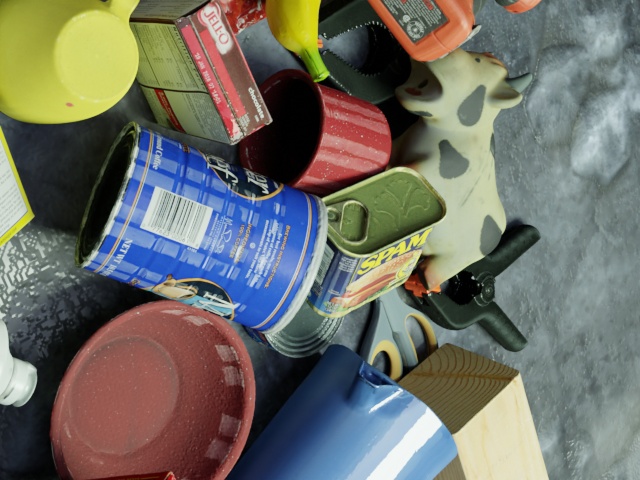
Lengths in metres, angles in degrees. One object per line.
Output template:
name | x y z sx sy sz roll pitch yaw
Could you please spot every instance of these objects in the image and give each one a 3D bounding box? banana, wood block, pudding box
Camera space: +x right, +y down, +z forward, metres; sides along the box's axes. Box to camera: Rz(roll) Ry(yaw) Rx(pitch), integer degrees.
banana | 0.004 -0.191 0.787 0.069 0.037 0.197 48 44 -22
wood block | 0.139 0.206 0.951 0.090 0.091 0.206 -37 124 -27
pudding box | -0.088 -0.115 0.708 0.039 0.114 0.090 -35 118 -24

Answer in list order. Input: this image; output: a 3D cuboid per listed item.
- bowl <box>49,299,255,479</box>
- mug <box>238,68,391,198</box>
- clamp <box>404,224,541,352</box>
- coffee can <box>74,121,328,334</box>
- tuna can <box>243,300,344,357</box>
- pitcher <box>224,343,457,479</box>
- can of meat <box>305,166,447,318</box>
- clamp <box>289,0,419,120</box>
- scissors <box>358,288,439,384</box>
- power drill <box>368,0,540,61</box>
bowl | -0.127 0.117 0.759 0.161 0.055 0.162 -8 103 -37
mug | -0.008 -0.065 0.806 0.081 0.093 0.117 11 123 -44
clamp | 0.142 0.051 0.965 0.171 0.039 0.120 -7 95 -40
coffee can | -0.080 -0.007 0.718 0.140 0.103 0.103 21 85 -21
tuna can | -0.022 0.047 0.842 0.085 0.034 0.086 -8 103 -37
pitcher | -0.015 0.214 0.830 0.242 0.145 0.149 -47 111 -17
can of meat | 0.034 0.003 0.795 0.101 0.057 0.084 -25 153 -32
clamp | 0.063 -0.144 0.871 0.209 0.036 0.164 -10 109 -35
scissors | 0.043 0.054 0.905 0.096 0.016 0.201 -48 124 -23
power drill | 0.090 -0.230 0.806 0.184 0.057 0.187 50 44 -8
